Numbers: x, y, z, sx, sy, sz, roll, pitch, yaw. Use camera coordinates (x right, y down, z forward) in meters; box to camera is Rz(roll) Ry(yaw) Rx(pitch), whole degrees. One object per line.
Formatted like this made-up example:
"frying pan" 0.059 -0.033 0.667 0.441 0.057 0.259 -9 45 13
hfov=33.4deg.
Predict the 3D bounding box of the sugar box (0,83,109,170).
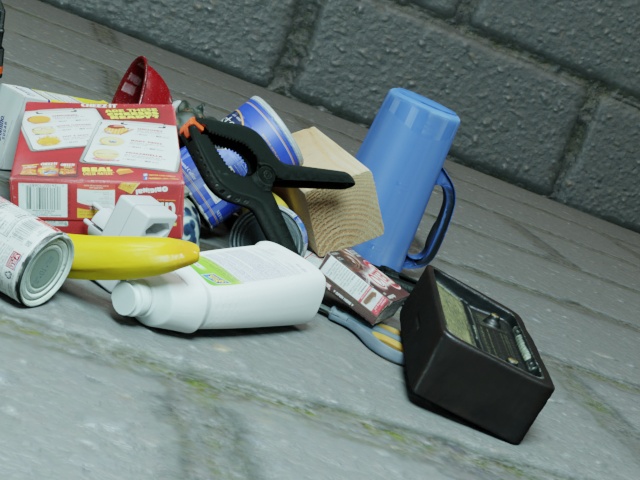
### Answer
"sugar box" -0.318 -0.127 1.274 0.048 0.093 0.176 28 14 24

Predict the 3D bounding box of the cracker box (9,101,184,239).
"cracker box" -0.227 -0.075 1.102 0.164 0.072 0.214 0 27 -11

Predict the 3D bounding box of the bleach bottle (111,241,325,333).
"bleach bottle" -0.102 0.045 1.001 0.103 0.068 0.250 27 15 31

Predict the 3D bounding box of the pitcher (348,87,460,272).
"pitcher" 0.108 -0.080 1.492 0.145 0.243 0.149 33 16 30

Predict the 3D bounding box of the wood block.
"wood block" -0.003 -0.067 1.369 0.090 0.091 0.206 -20 26 -12

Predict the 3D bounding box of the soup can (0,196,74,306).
"soup can" -0.261 0.002 0.871 0.102 0.068 0.068 27 13 18

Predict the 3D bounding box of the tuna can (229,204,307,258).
"tuna can" -0.058 0.001 1.210 0.086 0.086 0.033 24 11 6

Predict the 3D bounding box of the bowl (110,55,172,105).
"bowl" -0.235 -0.154 1.381 0.055 0.162 0.162 19 13 -24

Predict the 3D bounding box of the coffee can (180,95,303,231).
"coffee can" -0.106 -0.093 1.283 0.103 0.140 0.103 51 -10 12

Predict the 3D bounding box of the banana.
"banana" -0.197 0.009 0.919 0.198 0.037 0.069 6 26 35

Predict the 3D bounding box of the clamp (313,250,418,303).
"clamp" 0.072 0.047 1.369 0.171 0.039 0.120 21 15 -41

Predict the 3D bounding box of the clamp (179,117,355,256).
"clamp" -0.059 -0.068 1.163 0.210 0.036 0.164 42 51 -12

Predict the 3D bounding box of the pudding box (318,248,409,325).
"pudding box" 0.047 0.050 1.198 0.090 0.039 0.113 37 12 11

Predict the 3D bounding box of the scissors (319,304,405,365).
"scissors" 0.026 0.089 1.151 0.201 0.016 0.096 22 11 -4
